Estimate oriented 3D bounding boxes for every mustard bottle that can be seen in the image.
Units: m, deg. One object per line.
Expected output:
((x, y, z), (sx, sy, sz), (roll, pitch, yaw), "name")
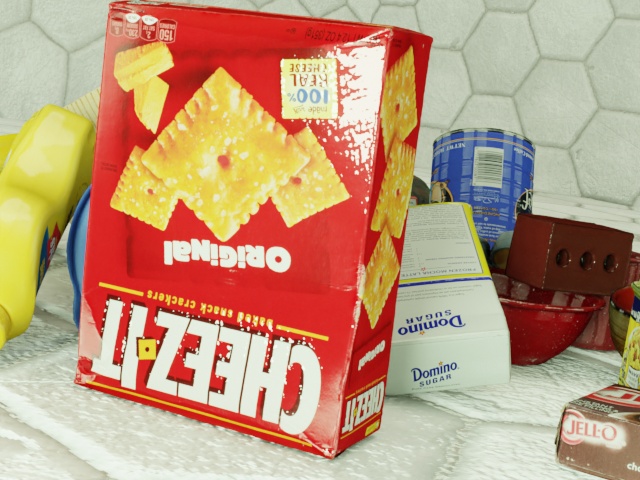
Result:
((-0.189, 0.004, 0.651), (0.058, 0.096, 0.191), (23, 38, -12), "mustard bottle")

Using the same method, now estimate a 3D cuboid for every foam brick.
((0.193, 0.011, 0.830), (0.078, 0.053, 0.051), (5, 9, -23), "foam brick")

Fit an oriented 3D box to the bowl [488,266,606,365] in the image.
((0.135, 0.058, 0.829), (0.162, 0.055, 0.162), (8, 8, -1), "bowl")

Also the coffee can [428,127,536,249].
((0.155, -0.026, 1.038), (0.103, 0.140, 0.103), (6, -17, 2), "coffee can")

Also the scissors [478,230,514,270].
((0.145, 0.026, 0.947), (0.096, 0.016, 0.202), (11, -17, 3), "scissors")

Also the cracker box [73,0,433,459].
((-0.040, -0.012, 0.562), (0.164, 0.214, 0.072), (12, 10, 24), "cracker box")

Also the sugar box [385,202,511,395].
((0.068, 0.034, 0.717), (0.093, 0.048, 0.176), (-6, 31, 3), "sugar box")
